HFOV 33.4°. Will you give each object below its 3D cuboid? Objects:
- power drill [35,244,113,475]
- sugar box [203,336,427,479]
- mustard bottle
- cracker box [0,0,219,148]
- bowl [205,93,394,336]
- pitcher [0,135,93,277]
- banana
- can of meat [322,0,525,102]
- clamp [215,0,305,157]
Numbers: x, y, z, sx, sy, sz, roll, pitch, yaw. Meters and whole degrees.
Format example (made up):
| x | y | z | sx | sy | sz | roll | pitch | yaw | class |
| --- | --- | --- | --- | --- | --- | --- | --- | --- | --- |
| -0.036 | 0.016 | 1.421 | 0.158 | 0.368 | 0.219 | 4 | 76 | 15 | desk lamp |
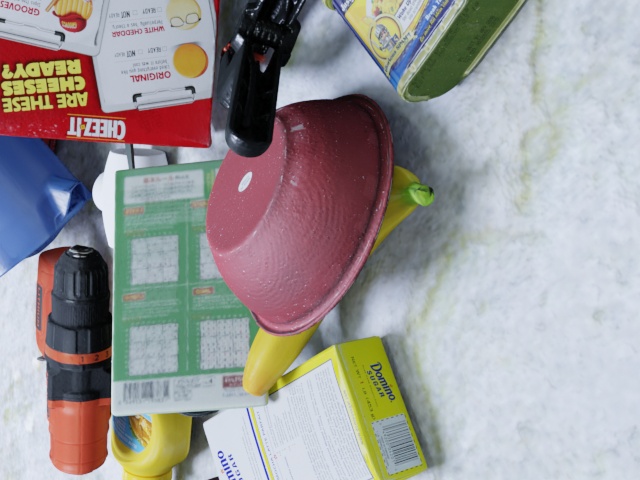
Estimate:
| x | y | z | sx | sy | sz | roll | pitch | yaw | class |
| --- | --- | --- | --- | --- | --- | --- | --- | --- | --- |
| -0.201 | 0.069 | 0.868 | 0.188 | 0.057 | 0.184 | -127 | 41 | -66 | power drill |
| -0.010 | 0.139 | 0.726 | 0.177 | 0.048 | 0.093 | -37 | 67 | 49 | sugar box |
| -0.135 | 0.124 | 0.856 | 0.096 | 0.058 | 0.192 | 26 | 115 | 52 | mustard bottle |
| -0.152 | -0.178 | 0.743 | 0.072 | 0.164 | 0.214 | -119 | 33 | -76 | cracker box |
| -0.025 | -0.025 | 0.661 | 0.162 | 0.055 | 0.162 | -38 | 41 | 42 | bowl |
| -0.323 | -0.079 | 0.904 | 0.243 | 0.149 | 0.145 | 52 | 172 | -12 | pitcher |
| 0.006 | 0.017 | 0.671 | 0.037 | 0.069 | 0.198 | 34 | 121 | -5 | banana |
| 0.059 | -0.140 | 0.594 | 0.084 | 0.057 | 0.102 | 57 | 134 | 23 | can of meat |
| -0.029 | -0.135 | 0.647 | 0.210 | 0.036 | 0.164 | -140 | 71 | -77 | clamp |
